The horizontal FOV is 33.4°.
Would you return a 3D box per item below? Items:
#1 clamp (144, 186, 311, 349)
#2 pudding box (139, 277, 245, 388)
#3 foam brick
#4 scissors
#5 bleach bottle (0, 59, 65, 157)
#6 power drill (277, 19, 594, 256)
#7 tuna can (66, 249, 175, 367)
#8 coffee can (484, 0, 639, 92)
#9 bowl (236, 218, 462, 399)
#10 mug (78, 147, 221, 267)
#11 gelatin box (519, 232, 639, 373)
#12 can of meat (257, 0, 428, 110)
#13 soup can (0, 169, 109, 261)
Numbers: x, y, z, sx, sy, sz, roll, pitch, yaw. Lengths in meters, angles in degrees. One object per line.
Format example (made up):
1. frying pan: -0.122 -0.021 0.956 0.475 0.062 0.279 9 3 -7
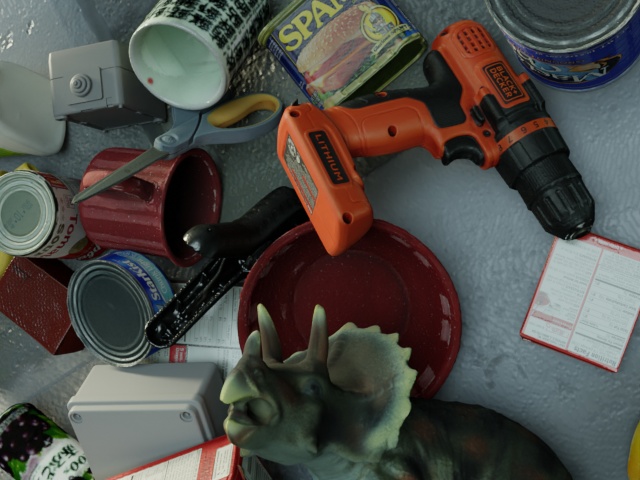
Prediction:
1. clamp: -0.055 0.001 0.772 0.039 0.171 0.120 43 143 7
2. pudding box: -0.089 0.076 0.845 0.114 0.039 0.090 3 88 16
3. foam brick: -0.222 0.051 0.881 0.078 0.051 0.053 36 97 16
4. scissors: -0.119 -0.082 0.803 0.096 0.201 0.016 39 138 36
5. bleach bottle: -0.349 -0.095 0.914 0.251 0.102 0.068 -7 77 24
6. power drill: 0.078 -0.056 0.741 0.187 0.057 0.184 -20 66 -19
7. tuna can: -0.150 0.051 0.812 0.086 0.033 0.086 12 113 29
8. coffee can: 0.169 -0.162 0.718 0.103 0.140 0.103 -1 87 17
9. bowl: 0.022 0.056 0.787 0.162 0.055 0.162 1 102 4
10. mug: -0.139 -0.032 0.827 0.082 0.117 0.093 8 83 23
11. gelatin box: 0.191 0.041 0.761 0.073 0.030 0.089 20 94 16
12. can of meat: 0.018 -0.151 0.810 0.102 0.057 0.084 -40 79 12
13. soup can: -0.214 -0.019 0.854 0.069 0.102 0.068 -1 87 17
